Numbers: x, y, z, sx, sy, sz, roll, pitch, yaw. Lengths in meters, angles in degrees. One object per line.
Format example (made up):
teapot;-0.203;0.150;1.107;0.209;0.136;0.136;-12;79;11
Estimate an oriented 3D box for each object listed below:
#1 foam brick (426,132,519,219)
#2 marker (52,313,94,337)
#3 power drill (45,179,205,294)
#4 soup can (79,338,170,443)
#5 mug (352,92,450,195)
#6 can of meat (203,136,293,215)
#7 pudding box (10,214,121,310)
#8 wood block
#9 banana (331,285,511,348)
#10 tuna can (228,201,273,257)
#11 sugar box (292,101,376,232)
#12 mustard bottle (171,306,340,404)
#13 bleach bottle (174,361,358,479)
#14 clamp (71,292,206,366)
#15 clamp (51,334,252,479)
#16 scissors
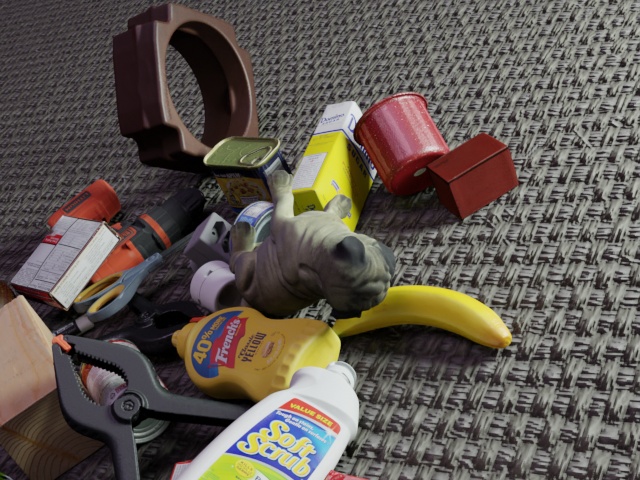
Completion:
foam brick;0.164;-0.070;1.146;0.078;0.051;0.053;-31;32;-7
marker;-0.322;0.123;1.247;0.121;0.020;0.020;-30;33;-5
power drill;-0.255;-0.021;1.365;0.184;0.057;0.188;-41;35;-19
soup can;-0.195;0.151;1.075;0.068;0.068;0.102;-35;34;-12
mug;0.103;-0.104;1.200;0.093;0.117;0.081;-46;57;33
can of meat;-0.080;-0.075;1.294;0.102;0.084;0.057;6;45;41
pudding box;-0.304;0.025;1.270;0.090;0.039;0.113;10;59;43
wood block;-0.307;0.154;1.128;0.090;0.090;0.206;-35;34;-11
banana;0.092;0.074;1.014;0.198;0.037;0.069;-6;62;32
tuna can;-0.058;0.001;1.170;0.034;0.086;0.086;15;51;44
sugar box;0.018;-0.073;1.214;0.048;0.093;0.176;-6;38;28
mustard bottle;-0.077;0.112;1.051;0.192;0.058;0.096;8;59;41
bleach bottle;-0.040;0.174;0.885;0.068;0.102;0.250;-56;-5;38
clamp;-0.195;0.102;1.170;0.172;0.039;0.120;2;42;43
clamp;-0.179;0.168;0.983;0.210;0.036;0.164;34;63;12
scissors;-0.197;0.036;1.231;0.202;0.016;0.096;-28;26;2
